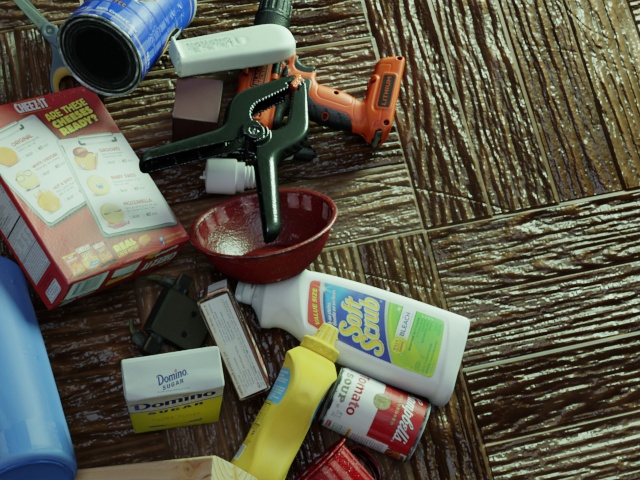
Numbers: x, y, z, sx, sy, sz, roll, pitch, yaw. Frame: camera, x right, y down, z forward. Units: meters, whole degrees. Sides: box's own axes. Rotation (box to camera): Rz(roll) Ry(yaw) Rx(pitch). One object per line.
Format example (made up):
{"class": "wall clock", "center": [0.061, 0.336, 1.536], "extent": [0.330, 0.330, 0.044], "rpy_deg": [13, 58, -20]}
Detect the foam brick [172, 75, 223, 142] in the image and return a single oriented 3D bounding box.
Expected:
{"class": "foam brick", "center": [-0.139, -0.144, 1.200], "extent": [0.051, 0.078, 0.053], "rpy_deg": [7, 72, -6]}

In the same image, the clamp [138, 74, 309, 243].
{"class": "clamp", "center": [-0.083, -0.107, 1.135], "extent": [0.164, 0.036, 0.209], "rpy_deg": [24, 56, 3]}

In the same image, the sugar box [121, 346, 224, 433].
{"class": "sugar box", "center": [-0.145, 0.151, 1.055], "extent": [0.093, 0.176, 0.048], "rpy_deg": [-8, 74, -9]}

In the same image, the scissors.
{"class": "scissors", "center": [-0.319, -0.223, 1.237], "extent": [0.202, 0.016, 0.096], "rpy_deg": [31, 72, 4]}

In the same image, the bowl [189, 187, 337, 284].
{"class": "bowl", "center": [-0.058, 0.001, 1.149], "extent": [0.162, 0.162, 0.055], "rpy_deg": [-15, 117, -11]}

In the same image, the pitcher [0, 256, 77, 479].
{"class": "pitcher", "center": [-0.324, 0.137, 1.015], "extent": [0.149, 0.145, 0.243], "rpy_deg": [-15, 52, -21]}

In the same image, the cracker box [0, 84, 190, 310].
{"class": "cracker box", "center": [-0.265, -0.048, 1.129], "extent": [0.163, 0.072, 0.214], "rpy_deg": [-24, 74, -44]}

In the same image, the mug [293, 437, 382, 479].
{"class": "mug", "center": [0.023, 0.257, 1.095], "extent": [0.081, 0.093, 0.117], "rpy_deg": [48, 40, 4]}

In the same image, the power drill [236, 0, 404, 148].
{"class": "power drill", "center": [0.000, -0.193, 1.242], "extent": [0.187, 0.057, 0.184], "rpy_deg": [11, 76, 0]}

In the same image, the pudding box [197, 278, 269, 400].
{"class": "pudding box", "center": [-0.090, 0.101, 1.106], "extent": [0.039, 0.090, 0.113], "rpy_deg": [-25, 97, -4]}

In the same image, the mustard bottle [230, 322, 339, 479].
{"class": "mustard bottle", "center": [-0.032, 0.172, 1.091], "extent": [0.058, 0.096, 0.191], "rpy_deg": [28, 80, -5]}

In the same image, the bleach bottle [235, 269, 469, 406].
{"class": "bleach bottle", "center": [0.028, 0.095, 1.153], "extent": [0.251, 0.068, 0.102], "rpy_deg": [17, 72, 2]}

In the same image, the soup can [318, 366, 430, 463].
{"class": "soup can", "center": [0.057, 0.183, 1.125], "extent": [0.102, 0.068, 0.068], "rpy_deg": [24, 72, 2]}

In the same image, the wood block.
{"class": "wood block", "center": [-0.171, 0.266, 1.009], "extent": [0.206, 0.090, 0.091], "rpy_deg": [-11, 60, 23]}

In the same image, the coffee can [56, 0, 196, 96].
{"class": "coffee can", "center": [-0.212, -0.241, 1.183], "extent": [0.103, 0.103, 0.140], "rpy_deg": [26, 47, 2]}

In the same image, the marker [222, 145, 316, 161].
{"class": "marker", "center": [-0.063, -0.102, 1.214], "extent": [0.121, 0.020, 0.020], "rpy_deg": [2, 72, -18]}
